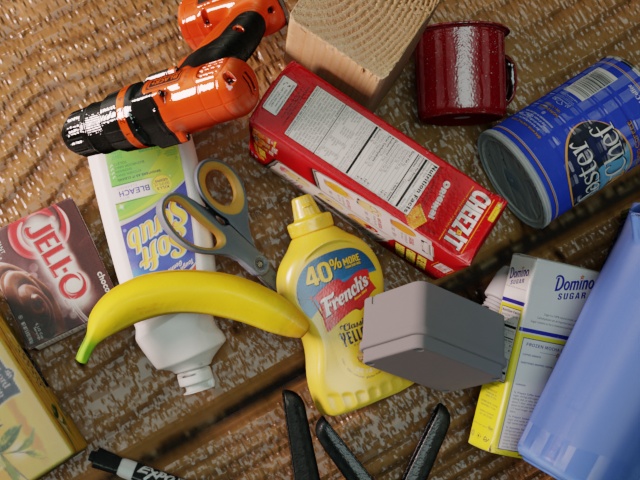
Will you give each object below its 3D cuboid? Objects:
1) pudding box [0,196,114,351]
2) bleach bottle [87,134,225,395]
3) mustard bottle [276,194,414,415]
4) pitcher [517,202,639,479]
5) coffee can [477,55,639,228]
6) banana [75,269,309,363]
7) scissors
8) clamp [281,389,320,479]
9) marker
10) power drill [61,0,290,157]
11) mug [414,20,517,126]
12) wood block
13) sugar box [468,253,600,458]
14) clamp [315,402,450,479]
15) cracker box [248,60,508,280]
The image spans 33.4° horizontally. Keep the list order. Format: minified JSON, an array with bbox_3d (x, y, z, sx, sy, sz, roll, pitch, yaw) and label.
[{"bbox_3d":[-0.239,0.030,0.953,0.090,0.039,0.113,-26,85,-8],"label":"pudding box"},{"bbox_3d":[-0.134,0.011,0.954,0.102,0.068,0.251,-16,86,-7],"label":"bleach bottle"},{"bbox_3d":[0.014,0.052,0.950,0.096,0.058,0.191,-19,90,-20],"label":"mustard bottle"},{"bbox_3d":[0.274,0.103,0.892,0.149,0.145,0.243,29,86,14],"label":"pitcher"},{"bbox_3d":[0.230,-0.090,0.975,0.140,0.103,0.103,-32,86,-8],"label":"coffee can"},{"bbox_3d":[-0.110,0.058,0.904,0.197,0.037,0.069,-6,95,-4],"label":"banana"},{"bbox_3d":[-0.056,0.001,0.955,0.201,0.016,0.096,31,65,-28],"label":"scissors"},{"bbox_3d":[-0.011,0.243,0.918,0.210,0.036,0.164,38,86,-1],"label":"clamp"},{"bbox_3d":[-0.148,0.211,0.947,0.121,0.020,0.020,21,81,-1],"label":"marker"},{"bbox_3d":[-0.113,-0.144,0.897,0.185,0.187,0.057,-10,127,28],"label":"power drill"},{"bbox_3d":[0.138,-0.151,0.990,0.117,0.093,0.081,1,87,-39],"label":"mug"},{"bbox_3d":[0.027,-0.167,0.916,0.091,0.206,0.090,34,81,0],"label":"wood block"},{"bbox_3d":[0.198,0.106,0.951,0.093,0.048,0.176,13,89,-24],"label":"sugar box"},{"bbox_3d":[0.072,0.227,0.951,0.120,0.039,0.171,-15,90,6],"label":"clamp"},{"bbox_3d":[0.042,-0.056,0.925,0.213,0.164,0.072,33,83,0],"label":"cracker box"}]
